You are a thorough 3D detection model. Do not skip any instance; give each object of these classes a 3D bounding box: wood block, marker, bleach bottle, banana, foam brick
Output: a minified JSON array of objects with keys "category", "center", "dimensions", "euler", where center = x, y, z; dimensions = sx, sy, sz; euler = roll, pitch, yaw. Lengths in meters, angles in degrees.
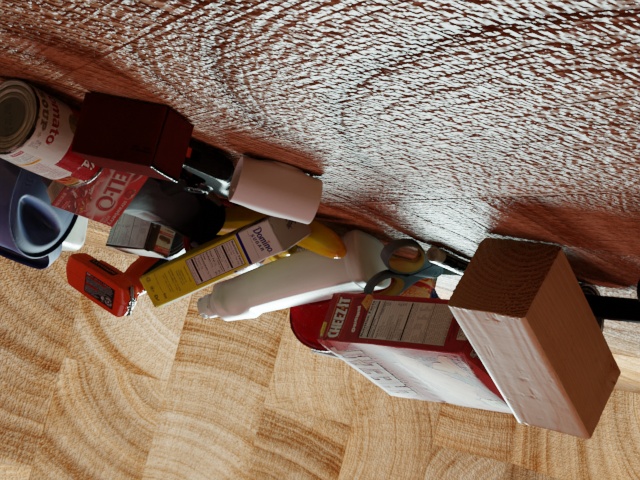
[{"category":"wood block","center":[0.219,0.100,1.079],"dimensions":[0.090,0.090,0.206],"euler":[7,144,41]},{"category":"marker","center":[0.165,0.030,1.275],"dimensions":[0.020,0.020,0.120],"euler":[9,172,39]},{"category":"bleach bottle","center":[-0.045,0.054,1.319],"dimensions":[0.251,0.068,0.102],"euler":[-16,163,24]},{"category":"banana","center":[-0.056,-0.011,1.254],"dimensions":[0.198,0.069,0.037],"euler":[6,133,18]},{"category":"foam brick","center":[-0.154,-0.084,0.873],"dimensions":[0.078,0.053,0.051],"euler":[13,174,19]}]

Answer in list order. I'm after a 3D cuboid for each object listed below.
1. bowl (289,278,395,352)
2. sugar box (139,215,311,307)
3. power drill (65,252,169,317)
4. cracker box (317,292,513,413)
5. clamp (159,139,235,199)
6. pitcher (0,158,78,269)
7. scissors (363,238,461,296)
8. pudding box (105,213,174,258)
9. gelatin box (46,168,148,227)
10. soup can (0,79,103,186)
[{"category":"bowl","center":[0.019,0.062,1.386],"dimensions":[0.162,0.162,0.055],"euler":[9,150,39]},{"category":"sugar box","center":[-0.105,0.016,1.188],"dimensions":[0.176,0.048,0.093],"euler":[-27,-177,22]},{"category":"power drill","center":[-0.251,0.015,1.443],"dimensions":[0.185,0.057,0.187],"euler":[30,-140,22]},{"category":"cracker box","center":[0.128,0.130,1.218],"dimensions":[0.214,0.072,0.164],"euler":[0,150,43]},{"category":"clamp","center":[-0.106,-0.061,1.028],"dimensions":[0.120,0.039,0.171],"euler":[6,172,1]},{"category":"pitcher","center":[-0.408,-0.064,1.250],"dimensions":[0.243,0.149,0.144],"euler":[16,179,22]},{"category":"scissors","center":[0.120,0.048,1.285],"dimensions":[0.201,0.096,0.016],"euler":[26,-162,-53]},{"category":"pudding box","center":[-0.221,-0.027,1.346],"dimensions":[0.039,0.090,0.114],"euler":[20,172,-34]},{"category":"gelatin box","center":[-0.216,-0.062,1.058],"dimensions":[0.073,0.089,0.030],"euler":[22,-153,-40]},{"category":"soup can","center":[-0.240,-0.093,0.930],"dimensions":[0.069,0.068,0.102],"euler":[11,172,27]}]
